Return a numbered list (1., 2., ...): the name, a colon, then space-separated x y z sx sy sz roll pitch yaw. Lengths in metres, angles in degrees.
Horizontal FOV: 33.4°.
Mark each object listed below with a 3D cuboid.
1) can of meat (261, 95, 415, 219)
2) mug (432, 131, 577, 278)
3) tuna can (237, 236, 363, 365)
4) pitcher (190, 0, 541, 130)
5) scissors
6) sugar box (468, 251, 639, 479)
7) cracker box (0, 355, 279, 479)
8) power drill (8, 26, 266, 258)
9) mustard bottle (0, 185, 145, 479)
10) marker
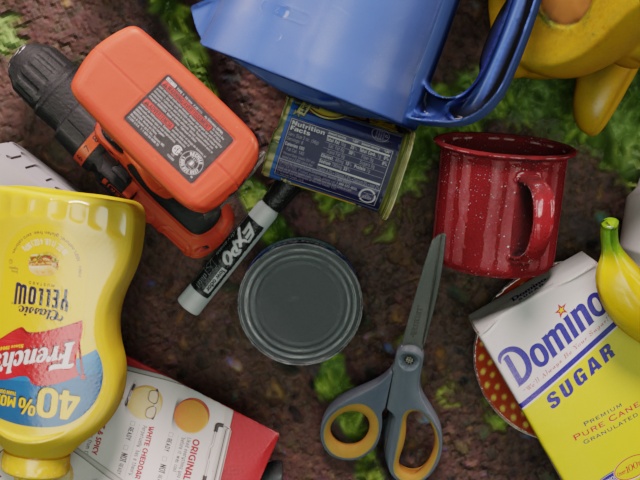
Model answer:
1. can of meat: 0.011 -0.058 0.689 0.084 0.102 0.057 18 100 -1
2. mug: 0.120 -0.021 0.691 0.093 0.117 0.081 -1 105 -17
3. tuna can: -0.014 0.041 0.740 0.086 0.034 0.086 0 100 0
4. pitcher: 0.045 -0.187 0.593 0.149 0.145 0.243 18 98 -28
5. scissors: 0.042 0.085 0.729 0.096 0.016 0.202 -1 118 10
6. sugar box: 0.184 0.106 0.724 0.093 0.048 0.176 -31 100 5
7. cracker box: -0.160 0.158 0.708 0.213 0.072 0.164 28 64 -5
8. power drill: -0.115 -0.068 0.647 0.184 0.188 0.057 42 77 -8
9. mustard bottle: -0.164 0.066 0.645 0.096 0.058 0.191 7 94 4
10. marker: -0.055 0.001 0.740 0.020 0.020 0.121 39 98 -6
